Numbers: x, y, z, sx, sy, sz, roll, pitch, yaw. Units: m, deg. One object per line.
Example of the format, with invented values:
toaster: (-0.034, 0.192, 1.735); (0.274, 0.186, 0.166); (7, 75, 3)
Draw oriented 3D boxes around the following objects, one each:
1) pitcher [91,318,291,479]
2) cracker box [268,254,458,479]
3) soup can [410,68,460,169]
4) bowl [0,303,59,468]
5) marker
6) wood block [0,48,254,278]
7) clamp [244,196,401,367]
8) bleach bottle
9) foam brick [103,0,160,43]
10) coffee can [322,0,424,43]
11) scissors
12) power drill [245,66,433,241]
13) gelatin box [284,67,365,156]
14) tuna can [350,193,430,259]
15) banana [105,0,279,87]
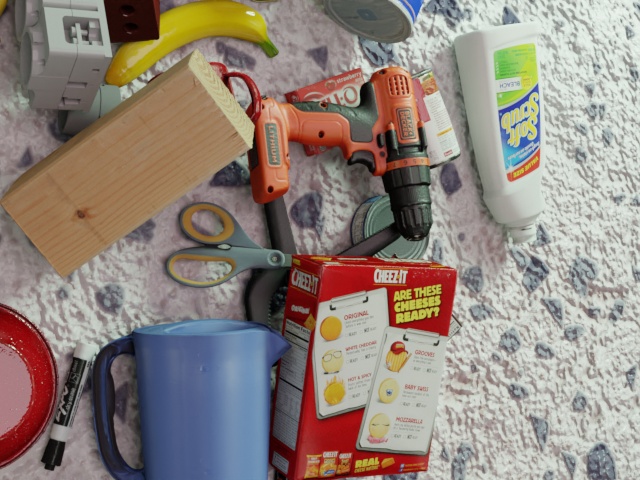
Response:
pitcher: (-0.119, 0.196, 1.009); (0.144, 0.149, 0.243); (-2, 91, -47)
cracker box: (0.040, 0.124, 1.060); (0.163, 0.072, 0.214); (3, 98, -32)
soup can: (0.107, -0.131, 1.180); (0.068, 0.069, 0.102); (-26, 100, -28)
bowl: (-0.304, 0.131, 0.941); (0.161, 0.055, 0.162); (2, 86, -29)
marker: (-0.236, 0.155, 0.998); (0.020, 0.020, 0.121); (21, 77, -27)
wood block: (-0.169, -0.070, 0.950); (0.206, 0.090, 0.091); (-33, 107, 10)
clamp: (-0.010, 0.037, 1.107); (0.164, 0.036, 0.210); (17, 81, -8)
bleach bottle: (0.225, -0.123, 1.250); (0.102, 0.068, 0.251); (-14, 96, -29)
foam brick: (-0.181, -0.233, 1.004); (0.053, 0.078, 0.051); (-4, 54, -1)
coffee can: (0.075, -0.300, 1.152); (0.102, 0.103, 0.140); (31, 72, -24)
scissors: (-0.057, 0.001, 1.077); (0.201, 0.016, 0.096); (-7, 80, -11)
power drill: (0.021, -0.083, 1.090); (0.187, 0.057, 0.184); (-6, 81, -19)
gelatin box: (0.014, -0.138, 1.149); (0.089, 0.030, 0.073); (-23, 98, -29)
tuna can: (0.076, -0.009, 1.174); (0.086, 0.034, 0.086); (2, 86, -29)
banana: (-0.129, -0.203, 1.069); (0.197, 0.037, 0.069); (-17, 95, -29)
